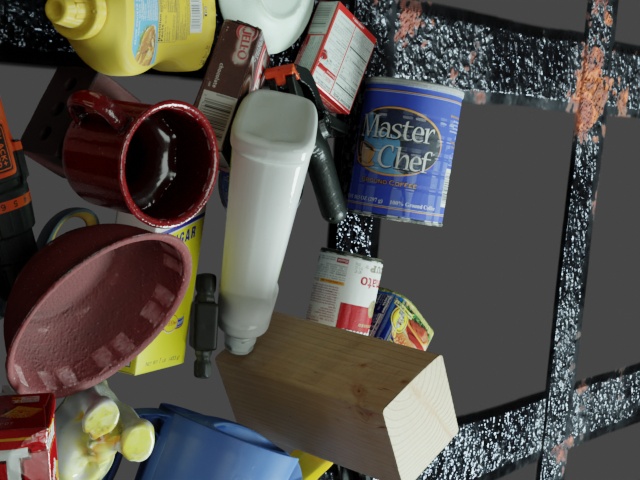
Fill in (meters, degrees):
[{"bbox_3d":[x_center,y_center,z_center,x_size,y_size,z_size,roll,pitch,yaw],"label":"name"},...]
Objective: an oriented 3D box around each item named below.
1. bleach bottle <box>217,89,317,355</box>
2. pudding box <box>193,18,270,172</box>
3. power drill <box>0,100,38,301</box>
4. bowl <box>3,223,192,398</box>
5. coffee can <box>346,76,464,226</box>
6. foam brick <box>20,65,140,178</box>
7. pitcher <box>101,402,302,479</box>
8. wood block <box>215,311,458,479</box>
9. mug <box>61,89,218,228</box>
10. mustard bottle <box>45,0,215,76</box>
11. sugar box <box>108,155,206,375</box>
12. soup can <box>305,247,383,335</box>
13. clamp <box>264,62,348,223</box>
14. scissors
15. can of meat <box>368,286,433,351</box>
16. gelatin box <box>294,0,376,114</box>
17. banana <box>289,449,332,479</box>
[{"bbox_3d":[-0.056,0.001,0.929,0.102,0.068,0.251,-81,-178,-57],"label":"bleach bottle"},{"bbox_3d":[-0.078,-0.123,0.926,0.090,0.039,0.113,70,39,-81],"label":"pudding box"},{"bbox_3d":[-0.284,-0.019,0.730,0.187,0.057,0.184,-28,112,-45],"label":"power drill"},{"bbox_3d":[-0.174,0.041,0.788,0.162,0.055,0.162,-37,155,-21],"label":"bowl"},{"bbox_3d":[0.086,-0.091,1.102,0.102,0.103,0.140,5,95,-49],"label":"coffee can"},{"bbox_3d":[-0.187,-0.090,0.830,0.051,0.053,0.078,37,70,-46],"label":"foam brick"},{"bbox_3d":[-0.131,0.269,0.930,0.243,0.149,0.145,-68,162,-8],"label":"pitcher"},{"bbox_3d":[0.012,0.142,0.992,0.090,0.206,0.091,-38,124,-38],"label":"wood block"},{"bbox_3d":[-0.142,-0.067,0.781,0.117,0.082,0.093,48,64,-44],"label":"mug"},{"bbox_3d":[-0.145,-0.173,0.807,0.191,0.058,0.096,-28,121,-67],"label":"mustard bottle"},{"bbox_3d":[-0.138,0.019,0.897,0.093,0.048,0.176,-4,105,-72],"label":"sugar box"},{"bbox_3d":[0.022,0.063,1.091,0.068,0.069,0.102,14,87,-49],"label":"soup can"},{"bbox_3d":[-0.007,-0.111,1.005,0.120,0.039,0.171,-92,165,-44],"label":"clamp"},{"bbox_3d":[-0.237,0.030,0.828,0.201,0.016,0.096,-13,106,-47],"label":"scissors"},{"bbox_3d":[0.073,0.112,1.170,0.102,0.058,0.084,52,58,-42],"label":"can of meat"},{"bbox_3d":[0.013,-0.180,1.054,0.073,0.030,0.089,34,73,-48],"label":"gelatin box"},{"bbox_3d":[-0.028,0.264,1.063,0.037,0.070,0.198,-7,121,-47],"label":"banana"}]
